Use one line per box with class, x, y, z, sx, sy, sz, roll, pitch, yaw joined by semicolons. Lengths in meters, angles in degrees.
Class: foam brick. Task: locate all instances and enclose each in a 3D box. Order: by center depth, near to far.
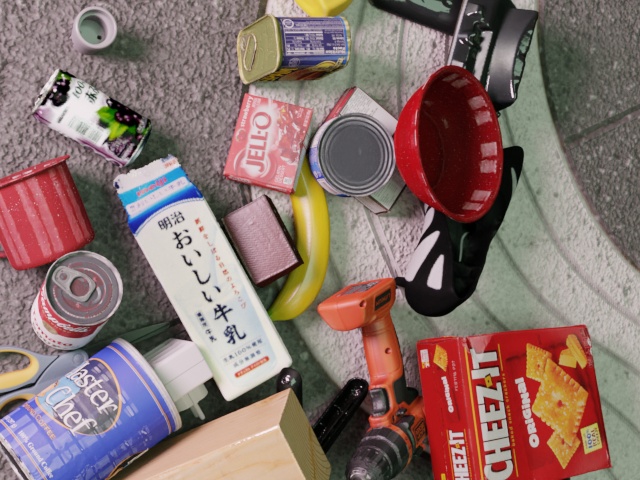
foam brick;-0.057;0.001;1.064;0.051;0.053;0.078;-27;85;2

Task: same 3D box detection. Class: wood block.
wood block;-0.104;0.227;0.979;0.206;0.090;0.090;-24;99;11

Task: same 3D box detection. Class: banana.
banana;-0.022;-0.002;1.105;0.069;0.037;0.198;11;84;-23

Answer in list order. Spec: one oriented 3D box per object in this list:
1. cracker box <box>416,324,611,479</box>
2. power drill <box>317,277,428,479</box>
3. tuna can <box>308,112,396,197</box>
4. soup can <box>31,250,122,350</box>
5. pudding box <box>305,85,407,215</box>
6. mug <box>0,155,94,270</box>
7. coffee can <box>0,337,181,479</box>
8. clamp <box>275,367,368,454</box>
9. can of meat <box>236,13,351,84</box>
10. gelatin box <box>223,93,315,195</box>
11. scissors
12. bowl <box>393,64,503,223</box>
cracker box;0.211;0.178;1.144;0.213;0.072;0.164;-1;80;-39
power drill;0.053;0.142;1.073;0.184;0.057;0.187;-30;108;-65
tuna can;0.032;-0.087;1.092;0.086;0.034;0.086;0;90;-20
soup can;-0.224;0.057;0.972;0.068;0.102;0.068;8;69;-20
pudding box;0.049;-0.095;1.138;0.113;0.039;0.090;38;77;-15
mug;-0.269;-0.020;0.978;0.117;0.093;0.081;-19;102;8
coffee can;-0.212;0.169;0.969;0.140;0.103;0.103;-35;102;-23
clamp;-0.029;0.221;1.062;0.164;0.036;0.210;33;79;-58
can of meat;-0.027;-0.192;1.075;0.083;0.102;0.057;-6;90;-26
gelatin box;-0.052;-0.097;1.083;0.073;0.030;0.089;14;81;7
scissors;-0.238;0.133;1.018;0.201;0.016;0.096;-3;91;-24
bowl;0.124;-0.096;1.100;0.161;0.055;0.162;8;80;-49
